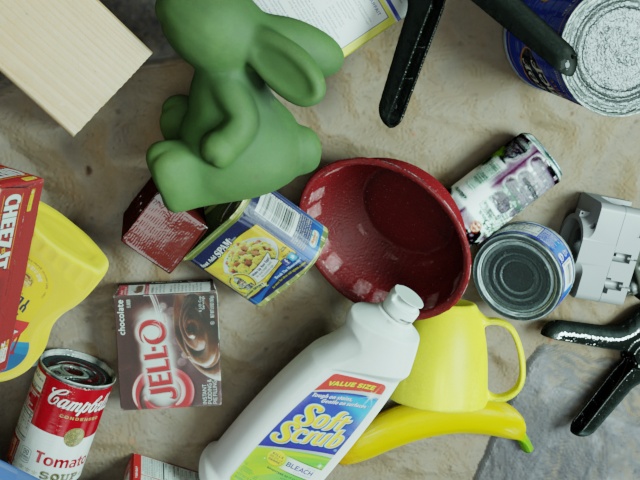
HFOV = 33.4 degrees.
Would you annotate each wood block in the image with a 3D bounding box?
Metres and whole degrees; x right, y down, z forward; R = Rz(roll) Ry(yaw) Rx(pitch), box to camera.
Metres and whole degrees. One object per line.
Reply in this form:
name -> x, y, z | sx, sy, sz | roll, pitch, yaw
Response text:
wood block -> -0.238, -0.184, 0.818 | 0.206, 0.090, 0.091 | 43, 87, -17

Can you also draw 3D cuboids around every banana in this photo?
banana -> 0.111, 0.177, 1.004 | 0.197, 0.037, 0.070 | -1, 106, -8

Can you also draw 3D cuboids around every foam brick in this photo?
foam brick -> -0.131, -0.016, 0.893 | 0.051, 0.078, 0.053 | 37, 98, -18

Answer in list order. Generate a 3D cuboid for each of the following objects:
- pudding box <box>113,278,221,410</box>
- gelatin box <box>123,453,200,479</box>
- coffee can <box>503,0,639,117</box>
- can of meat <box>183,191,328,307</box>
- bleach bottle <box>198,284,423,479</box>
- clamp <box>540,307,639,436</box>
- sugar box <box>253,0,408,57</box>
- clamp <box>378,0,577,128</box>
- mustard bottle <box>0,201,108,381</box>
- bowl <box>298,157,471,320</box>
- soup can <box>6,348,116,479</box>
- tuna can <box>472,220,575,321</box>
pudding box -> -0.134, 0.092, 0.944 | 0.090, 0.039, 0.113 | -3, 106, -7
gelatin box -> -0.134, 0.234, 0.968 | 0.089, 0.073, 0.030 | 21, 103, -14
coffee can -> 0.218, -0.162, 0.867 | 0.102, 0.140, 0.103 | -2, 106, -7
can of meat -> -0.056, 0.001, 0.904 | 0.084, 0.057, 0.102 | 36, 132, -19
bleach bottle -> -0.001, 0.136, 0.932 | 0.102, 0.068, 0.251 | 28, 114, -18
clamp -> 0.290, 0.098, 1.006 | 0.171, 0.039, 0.120 | -30, 112, -5
sugar box -> 0.017, -0.206, 0.877 | 0.176, 0.048, 0.093 | -34, 108, -1
clamp -> 0.107, -0.200, 0.814 | 0.165, 0.036, 0.210 | -5, 94, 32
mustard bottle -> -0.268, 0.061, 0.892 | 0.096, 0.058, 0.192 | 39, 108, -6
bowl -> 0.063, -0.012, 0.909 | 0.162, 0.055, 0.162 | 19, 132, 23
soup can -> -0.228, 0.155, 0.935 | 0.068, 0.068, 0.102 | 19, 103, -13
tuna can -> 0.180, 0.028, 0.949 | 0.086, 0.033, 0.086 | 12, 115, 27
